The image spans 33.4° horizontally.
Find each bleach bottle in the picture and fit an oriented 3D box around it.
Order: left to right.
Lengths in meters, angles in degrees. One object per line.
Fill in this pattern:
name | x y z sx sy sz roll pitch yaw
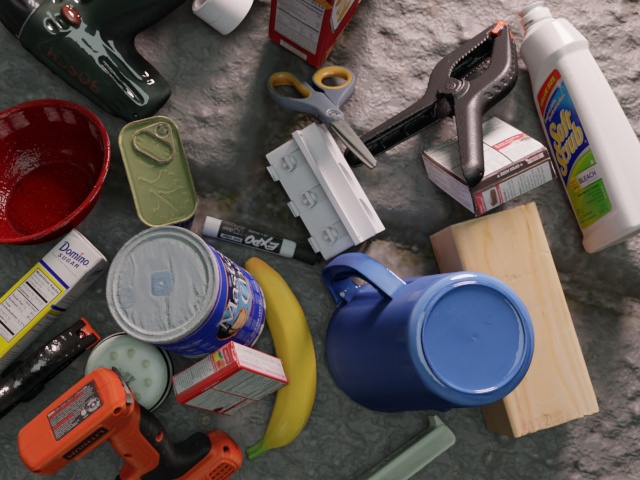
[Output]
bleach bottle | 0.259 -0.119 1.072 0.068 0.103 0.251 -19 80 -19

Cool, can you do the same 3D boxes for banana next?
banana | -0.039 0.114 1.039 0.069 0.037 0.198 0 84 -6

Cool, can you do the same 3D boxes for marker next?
marker | -0.057 0.001 1.057 0.121 0.020 0.020 16 83 -4

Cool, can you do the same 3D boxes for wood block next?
wood block | 0.186 0.077 1.039 0.090 0.091 0.206 -16 86 -8

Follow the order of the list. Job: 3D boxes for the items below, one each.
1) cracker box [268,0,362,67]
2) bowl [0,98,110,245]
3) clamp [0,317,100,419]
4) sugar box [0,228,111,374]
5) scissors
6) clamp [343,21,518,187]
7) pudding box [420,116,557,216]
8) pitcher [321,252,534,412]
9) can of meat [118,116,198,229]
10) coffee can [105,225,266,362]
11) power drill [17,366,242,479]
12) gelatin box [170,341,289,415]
cracker box | 0.019 -0.276 0.990 0.072 0.214 0.164 30 79 2
bowl | -0.266 -0.053 1.004 0.162 0.055 0.162 -6 58 9
clamp | -0.277 0.133 0.975 0.171 0.120 0.039 -42 96 -12
sugar box | -0.274 0.067 0.992 0.048 0.093 0.176 42 81 -1
scissors | 0.024 -0.125 1.018 0.096 0.202 0.016 -25 131 -27
clamp | 0.139 -0.133 1.043 0.209 0.165 0.036 -48 131 -17
pudding box | 0.162 -0.074 1.042 0.090 0.114 0.039 -26 116 -7
pitcher | 0.087 0.083 0.951 0.149 0.243 0.145 5 82 -12
can of meat | -0.154 -0.059 1.021 0.057 0.084 0.102 -16 86 -7
coffee can | -0.118 0.054 0.971 0.103 0.140 0.103 -4 75 14
power drill | -0.183 0.209 0.958 0.184 0.057 0.187 -41 134 -2
gelatin box | -0.083 0.129 0.990 0.073 0.089 0.030 -31 61 19
